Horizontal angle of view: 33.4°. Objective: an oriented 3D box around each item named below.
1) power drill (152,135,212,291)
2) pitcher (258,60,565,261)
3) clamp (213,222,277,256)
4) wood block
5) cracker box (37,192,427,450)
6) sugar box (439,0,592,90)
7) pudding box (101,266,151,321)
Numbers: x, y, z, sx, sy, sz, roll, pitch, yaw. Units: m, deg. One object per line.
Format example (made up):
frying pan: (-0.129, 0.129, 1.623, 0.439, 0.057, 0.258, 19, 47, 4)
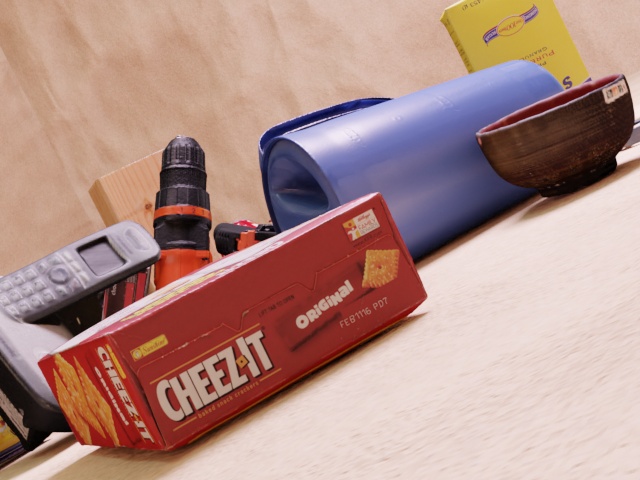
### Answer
power drill: (-0.130, 0.014, 1.016, 0.057, 0.184, 0.188, 2, -17, -4)
pitcher: (0.078, -0.064, 0.854, 0.242, 0.149, 0.145, -24, 1, -24)
clamp: (-0.057, 0.001, 1.050, 0.165, 0.036, 0.209, 4, 3, 17)
wood block: (-0.175, 0.011, 1.220, 0.090, 0.206, 0.090, -27, 2, -19)
cracker box: (-0.061, 0.054, 0.614, 0.164, 0.072, 0.214, -28, 3, -25)
sugar box: (0.188, -0.146, 0.958, 0.093, 0.176, 0.048, -27, 0, 2)
pudding box: (-0.177, 0.055, 0.968, 0.039, 0.090, 0.113, 9, 8, -8)
